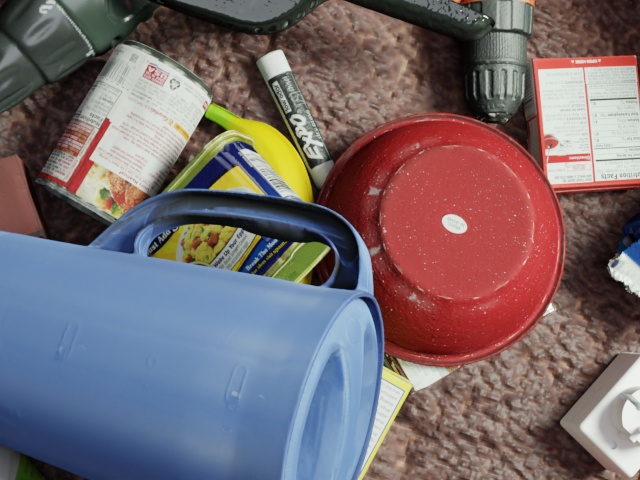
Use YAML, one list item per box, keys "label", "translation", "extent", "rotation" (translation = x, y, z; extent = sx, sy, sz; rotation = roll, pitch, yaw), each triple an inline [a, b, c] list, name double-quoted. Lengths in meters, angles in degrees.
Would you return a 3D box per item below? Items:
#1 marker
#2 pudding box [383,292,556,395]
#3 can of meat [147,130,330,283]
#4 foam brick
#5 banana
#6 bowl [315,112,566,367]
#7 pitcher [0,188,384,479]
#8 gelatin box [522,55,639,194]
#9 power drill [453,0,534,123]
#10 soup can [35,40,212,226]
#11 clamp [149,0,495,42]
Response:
- label: "marker"
  translation: [-0.008, -0.065, 0.691]
  extent: [0.020, 0.020, 0.121]
  rotation: [-25, 89, -8]
- label: "pudding box"
  translation: [0.080, 0.035, 0.684]
  extent: [0.113, 0.039, 0.090]
  rotation: [-30, 87, -11]
- label: "can of meat"
  translation: [-0.054, 0.001, 0.632]
  extent: [0.102, 0.057, 0.084]
  rotation: [-46, 74, 10]
- label: "foam brick"
  translation: [-0.210, -0.013, 0.646]
  extent: [0.078, 0.053, 0.051]
  rotation: [-20, 88, -9]
- label: "banana"
  translation: [-0.036, 0.010, 0.676]
  extent: [0.070, 0.037, 0.198]
  rotation: [-3, 83, 19]
- label: "bowl"
  translation: [0.077, -0.006, 0.641]
  extent: [0.162, 0.055, 0.162]
  rotation: [1, 80, -5]
- label: "pitcher"
  translation: [-0.093, 0.057, 0.557]
  extent: [0.243, 0.149, 0.145]
  rotation: [12, 122, 20]
- label: "gelatin box"
  translation: [0.174, -0.076, 0.708]
  extent: [0.073, 0.030, 0.089]
  rotation: [-4, 86, -8]
- label: "power drill"
  translation: [0.047, -0.169, 0.689]
  extent: [0.187, 0.057, 0.184]
  rotation: [1, 85, -9]
- label: "soup can"
  translation: [-0.119, -0.062, 0.653]
  extent: [0.068, 0.068, 0.102]
  rotation: [29, 82, -4]
- label: "clamp"
  translation: [-0.009, -0.187, 0.633]
  extent: [0.210, 0.036, 0.164]
  rotation: [-9, 90, -7]
